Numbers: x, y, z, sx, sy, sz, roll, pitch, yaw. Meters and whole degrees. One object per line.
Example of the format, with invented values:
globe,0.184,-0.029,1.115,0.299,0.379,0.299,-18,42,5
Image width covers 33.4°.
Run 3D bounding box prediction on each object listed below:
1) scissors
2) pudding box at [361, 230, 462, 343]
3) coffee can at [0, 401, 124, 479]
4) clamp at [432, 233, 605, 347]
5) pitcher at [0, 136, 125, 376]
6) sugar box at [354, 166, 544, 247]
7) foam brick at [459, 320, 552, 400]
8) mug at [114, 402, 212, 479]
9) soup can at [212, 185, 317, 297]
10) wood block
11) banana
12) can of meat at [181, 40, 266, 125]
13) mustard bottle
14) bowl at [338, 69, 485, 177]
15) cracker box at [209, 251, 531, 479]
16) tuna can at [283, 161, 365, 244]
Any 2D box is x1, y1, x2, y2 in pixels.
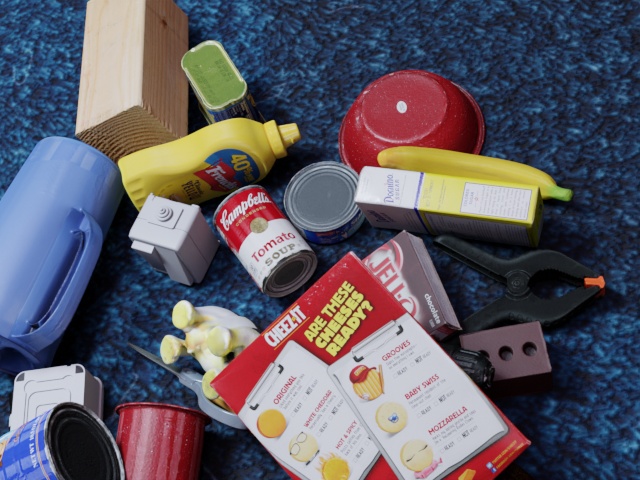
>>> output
scissors,-0.110,0.140,1.064,0.202,0.096,0.016,28,108,52
pudding box,0.076,0.061,1.039,0.090,0.039,0.113,-38,57,25
coffee can,-0.261,0.218,0.947,0.140,0.102,0.103,-29,58,18
clamp,0.186,0.039,1.041,0.171,0.039,0.120,-10,73,7
pitcher,-0.292,0.014,1.119,0.149,0.145,0.242,20,64,3
sugar box,0.130,-0.034,1.062,0.176,0.093,0.048,10,77,17
foam brick,0.174,0.114,0.997,0.078,0.051,0.053,-12,60,7
mug,-0.162,0.206,1.014,0.117,0.093,0.081,-16,60,40
soup can,-0.057,0.001,1.105,0.068,0.068,0.102,-35,61,-7
wood block,-0.209,-0.189,1.209,0.090,0.090,0.206,-22,51,23
banana,0.154,-0.071,1.084,0.198,0.069,0.037,9,88,-1
can of meat,-0.109,-0.162,1.197,0.057,0.084,0.102,-30,59,-4
mustard bottle,-0.113,-0.084,1.149,0.191,0.096,0.058,-21,58,1
bowl,0.093,-0.128,1.147,0.162,0.055,0.162,-6,60,11
cracker box,0.041,0.143,0.889,0.164,0.072,0.214,-43,79,-1
tuna can,0.007,-0.039,1.132,0.086,0.033,0.086,-6,61,10
